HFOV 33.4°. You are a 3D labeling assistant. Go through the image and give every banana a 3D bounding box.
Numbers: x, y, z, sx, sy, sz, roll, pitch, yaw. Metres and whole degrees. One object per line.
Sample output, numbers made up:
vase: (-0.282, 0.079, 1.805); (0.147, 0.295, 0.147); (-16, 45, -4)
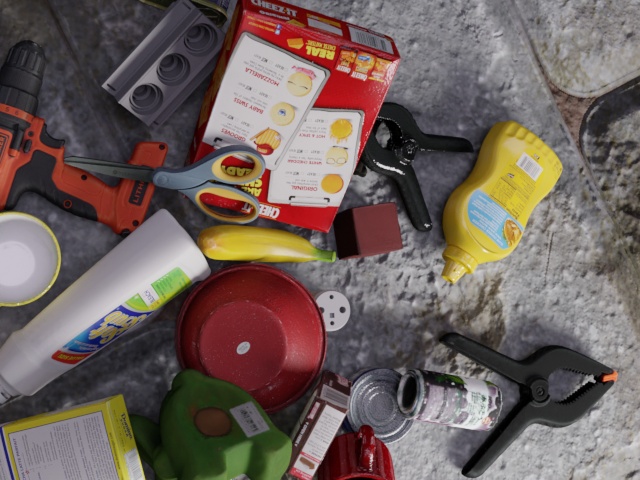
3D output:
banana: (-0.069, 0.003, 1.103); (0.197, 0.070, 0.037); (4, 84, -50)

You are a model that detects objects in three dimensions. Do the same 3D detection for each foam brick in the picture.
foam brick: (0.050, -0.010, 1.158); (0.051, 0.078, 0.053); (-8, 88, -16)

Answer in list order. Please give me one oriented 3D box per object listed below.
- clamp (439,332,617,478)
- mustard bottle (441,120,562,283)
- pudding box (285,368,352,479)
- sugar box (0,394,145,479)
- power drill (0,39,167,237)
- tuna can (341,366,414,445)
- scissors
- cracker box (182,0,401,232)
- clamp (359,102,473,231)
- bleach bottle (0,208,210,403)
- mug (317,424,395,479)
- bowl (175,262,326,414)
clamp: (0.237, 0.163, 1.221); (0.209, 0.036, 0.164); (-16, 91, -13)
mustard bottle: (0.193, -0.035, 1.211); (0.096, 0.058, 0.191); (38, 76, -23)
pudding box: (-0.004, 0.189, 1.096); (0.039, 0.113, 0.090); (26, 98, 2)
sugar box: (-0.265, 0.213, 1.025); (0.176, 0.048, 0.093); (-14, 89, 14)
power drill: (-0.255, -0.093, 1.086); (0.187, 0.057, 0.184); (18, 84, -12)
tuna can: (0.062, 0.181, 1.169); (0.086, 0.034, 0.086); (1, 85, -17)
scissors: (-0.141, -0.075, 1.057); (0.201, 0.016, 0.096); (24, 116, -24)
cracker box: (-0.035, -0.128, 1.090); (0.164, 0.072, 0.214); (14, 121, -15)
clamp: (0.098, -0.105, 1.186); (0.171, 0.039, 0.120); (47, 65, -28)
bleach bottle: (-0.230, 0.077, 1.067); (0.250, 0.102, 0.068); (-40, 71, -9)
mug: (0.039, 0.245, 1.112); (0.093, 0.081, 0.117); (5, 116, -4)
bowl: (-0.076, 0.105, 1.094); (0.162, 0.055, 0.162); (0, 91, 5)
